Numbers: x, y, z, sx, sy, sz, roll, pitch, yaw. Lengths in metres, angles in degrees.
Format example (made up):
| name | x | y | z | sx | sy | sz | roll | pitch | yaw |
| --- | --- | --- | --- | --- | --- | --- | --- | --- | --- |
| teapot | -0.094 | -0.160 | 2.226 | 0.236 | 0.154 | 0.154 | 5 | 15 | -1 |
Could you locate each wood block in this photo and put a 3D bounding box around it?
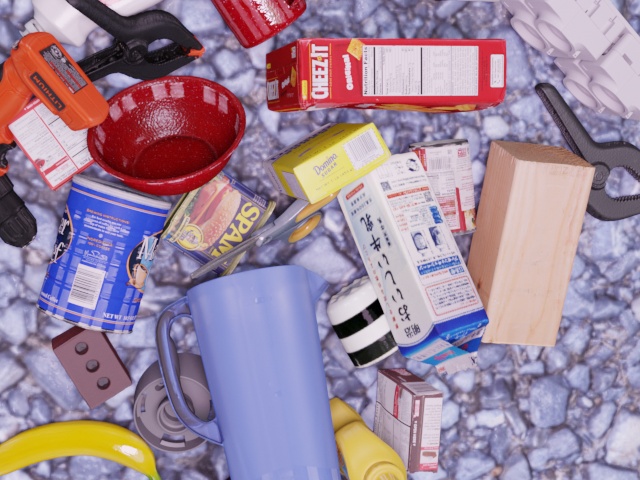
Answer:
| name | x | y | z | sx | sy | sz | roll | pitch | yaw |
| --- | --- | --- | --- | --- | --- | --- | --- | --- | --- |
| wood block | 0.223 | 0.003 | 1.175 | 0.090 | 0.091 | 0.206 | 4 | 109 | -12 |

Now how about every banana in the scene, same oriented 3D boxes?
| name | x | y | z | sx | sy | sz | roll | pitch | yaw |
| --- | --- | --- | --- | --- | --- | --- | --- | --- | --- |
| banana | -0.260 | 0.223 | 1.126 | 0.198 | 0.037 | 0.069 | 5 | 73 | 0 |

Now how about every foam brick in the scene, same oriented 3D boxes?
| name | x | y | z | sx | sy | sz | roll | pitch | yaw |
| --- | --- | --- | --- | --- | --- | --- | --- | --- | --- |
| foam brick | -0.241 | 0.127 | 1.124 | 0.053 | 0.051 | 0.078 | -32 | 102 | -8 |

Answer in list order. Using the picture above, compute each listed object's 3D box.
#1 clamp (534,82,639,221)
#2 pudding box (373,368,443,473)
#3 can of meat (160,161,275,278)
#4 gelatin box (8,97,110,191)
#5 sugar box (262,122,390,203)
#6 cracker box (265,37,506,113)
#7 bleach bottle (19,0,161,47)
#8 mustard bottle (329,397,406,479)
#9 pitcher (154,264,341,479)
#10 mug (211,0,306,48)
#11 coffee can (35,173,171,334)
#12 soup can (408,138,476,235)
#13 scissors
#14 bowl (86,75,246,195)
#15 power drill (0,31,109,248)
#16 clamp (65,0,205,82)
| name | x | y | z | sx | sy | sz | roll | pitch | yaw |
| --- | --- | --- | --- | --- | --- | --- | --- | --- | --- |
| clamp | 0.306 | -0.069 | 1.236 | 0.209 | 0.036 | 0.164 | 23 | 97 | -15 |
| pudding box | 0.095 | 0.197 | 1.179 | 0.039 | 0.114 | 0.090 | 1 | 97 | -16 |
| can of meat | -0.111 | -0.022 | 1.135 | 0.084 | 0.057 | 0.102 | 34 | 88 | -12 |
| gelatin box | -0.272 | -0.107 | 1.101 | 0.073 | 0.030 | 0.089 | -37 | 103 | -8 |
| sugar box | 0.001 | -0.083 | 1.091 | 0.093 | 0.176 | 0.048 | -30 | 104 | -9 |
| cracker box | 0.063 | -0.167 | 1.102 | 0.213 | 0.164 | 0.072 | -3 | 95 | -13 |
| bleach bottle | -0.192 | -0.272 | 1.085 | 0.251 | 0.068 | 0.102 | -39 | 104 | -4 |
| mustard bottle | 0.047 | 0.234 | 1.131 | 0.058 | 0.192 | 0.096 | -28 | 102 | -9 |
| pitcher | -0.063 | 0.154 | 1.094 | 0.144 | 0.149 | 0.243 | 1 | 73 | -50 |
| mug | -0.059 | -0.255 | 1.093 | 0.081 | 0.117 | 0.093 | 55 | 49 | -18 |
| coffee can | -0.221 | 0.013 | 1.089 | 0.102 | 0.103 | 0.140 | 16 | 93 | -15 |
| soup can | 0.135 | -0.059 | 1.181 | 0.068 | 0.068 | 0.102 | -8 | 98 | -12 |
| scissors | -0.057 | 0.001 | 1.117 | 0.201 | 0.096 | 0.016 | -36 | 72 | -23 |
| bowl | -0.153 | -0.097 | 1.089 | 0.162 | 0.162 | 0.055 | -18 | 139 | -10 |
| power drill | -0.298 | -0.100 | 1.042 | 0.188 | 0.057 | 0.184 | -31 | 106 | 23 |
| clamp | -0.201 | -0.190 | 1.080 | 0.171 | 0.039 | 0.120 | 4 | 136 | -40 |
